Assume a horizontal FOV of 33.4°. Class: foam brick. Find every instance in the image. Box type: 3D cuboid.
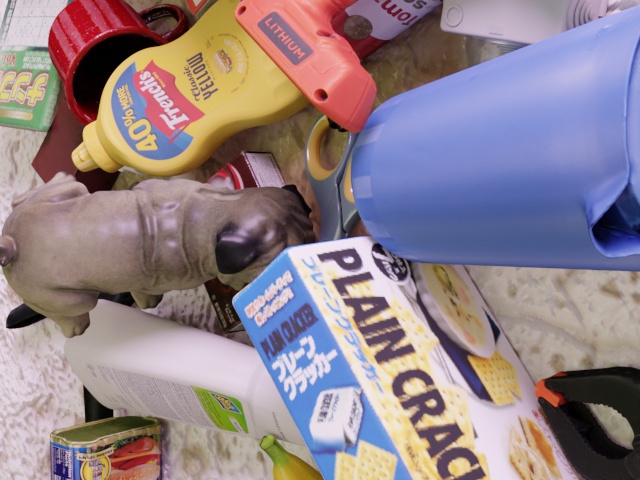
[{"bbox_3d":[-0.203,-0.078,0.919,0.053,0.051,0.078,51,124,22],"label":"foam brick"}]

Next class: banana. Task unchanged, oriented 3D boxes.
[{"bbox_3d":[0.029,0.216,0.755,0.198,0.069,0.037,38,83,22],"label":"banana"}]

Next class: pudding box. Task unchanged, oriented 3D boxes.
[{"bbox_3d":[-0.055,0.001,0.813,0.090,0.039,0.113,-36,72,36],"label":"pudding box"}]

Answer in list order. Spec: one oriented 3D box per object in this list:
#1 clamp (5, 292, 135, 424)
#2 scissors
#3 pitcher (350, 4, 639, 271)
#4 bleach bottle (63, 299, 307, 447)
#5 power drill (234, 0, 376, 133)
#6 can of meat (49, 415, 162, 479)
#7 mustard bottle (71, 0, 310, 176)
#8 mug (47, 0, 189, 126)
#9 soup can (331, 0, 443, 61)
[{"bbox_3d":[-0.213,0.046,0.952,0.165,0.036,0.210,35,114,32],"label":"clamp"},{"bbox_3d":[-0.002,-0.008,0.752,0.096,0.016,0.202,39,103,40],"label":"scissors"},{"bbox_3d":[0.130,-0.051,0.576,0.243,0.149,0.145,-5,81,59],"label":"pitcher"},{"bbox_3d":[-0.078,0.113,0.822,0.251,0.068,0.102,11,146,32],"label":"bleach bottle"},{"bbox_3d":[0.053,-0.154,0.600,0.188,0.057,0.185,-47,56,9],"label":"power drill"},{"bbox_3d":[-0.180,0.198,0.903,0.058,0.101,0.084,3,96,40],"label":"can of meat"},{"bbox_3d":[-0.105,-0.102,0.790,0.192,0.058,0.096,-27,82,18],"label":"mustard bottle"},{"bbox_3d":[-0.159,-0.151,0.851,0.117,0.093,0.082,-36,45,-2],"label":"mug"},{"bbox_3d":[0.029,-0.160,0.702,0.102,0.068,0.068,-31,76,37],"label":"soup can"}]
